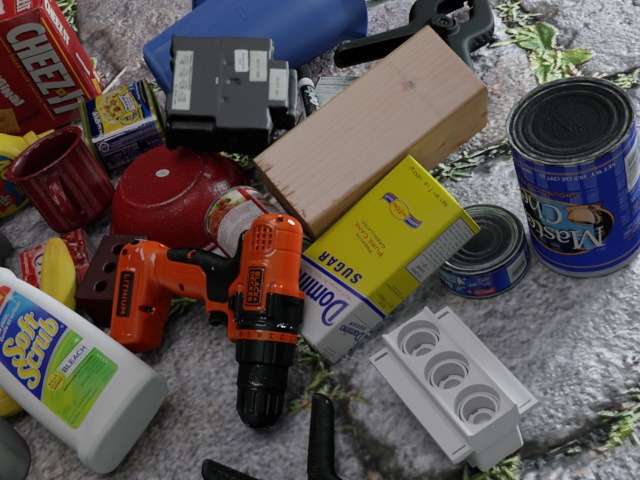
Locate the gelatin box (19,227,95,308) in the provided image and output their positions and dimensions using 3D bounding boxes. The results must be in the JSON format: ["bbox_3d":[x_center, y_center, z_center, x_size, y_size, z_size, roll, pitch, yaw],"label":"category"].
[{"bbox_3d":[-0.267,0.036,1.095,0.073,0.030,0.089,-24,45,1],"label":"gelatin box"}]

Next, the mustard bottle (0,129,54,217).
[{"bbox_3d":[-0.371,-0.063,1.182,0.191,0.096,0.058,-36,45,-12],"label":"mustard bottle"}]

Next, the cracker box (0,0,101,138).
[{"bbox_3d":[-0.388,-0.192,1.259,0.214,0.164,0.072,-19,47,5],"label":"cracker box"}]

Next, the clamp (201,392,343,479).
[{"bbox_3d":[-0.005,0.197,0.834,0.120,0.039,0.172,-41,53,-10],"label":"clamp"}]

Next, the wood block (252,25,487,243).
[{"bbox_3d":[0.050,-0.093,1.006,0.206,0.090,0.091,-38,72,-5],"label":"wood block"}]

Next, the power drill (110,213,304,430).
[{"bbox_3d":[-0.100,0.069,0.948,0.188,0.057,0.184,0,79,32],"label":"power drill"}]

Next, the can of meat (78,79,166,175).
[{"bbox_3d":[-0.222,-0.131,1.211,0.084,0.057,0.102,-21,45,0],"label":"can of meat"}]

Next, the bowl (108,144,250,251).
[{"bbox_3d":[-0.156,-0.050,1.111,0.162,0.055,0.162,-11,46,12],"label":"bowl"}]

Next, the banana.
[{"bbox_3d":[-0.273,0.094,1.016,0.037,0.069,0.197,-17,43,58],"label":"banana"}]

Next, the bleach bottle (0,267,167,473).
[{"bbox_3d":[-0.262,0.099,0.957,0.251,0.068,0.102,29,74,21],"label":"bleach bottle"}]

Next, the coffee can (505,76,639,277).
[{"bbox_3d":[0.217,-0.051,0.896,0.103,0.140,0.103,-12,46,12],"label":"coffee can"}]

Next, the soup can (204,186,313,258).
[{"bbox_3d":[-0.057,0.001,1.013,0.068,0.068,0.102,-36,46,-12],"label":"soup can"}]

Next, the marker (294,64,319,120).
[{"bbox_3d":[-0.012,-0.145,1.108,0.020,0.020,0.121,-18,43,6],"label":"marker"}]

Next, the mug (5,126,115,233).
[{"bbox_3d":[-0.270,-0.057,1.130,0.093,0.081,0.117,-31,30,-2],"label":"mug"}]

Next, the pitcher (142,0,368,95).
[{"bbox_3d":[-0.080,-0.243,1.202,0.242,0.145,0.149,-34,34,-5],"label":"pitcher"}]

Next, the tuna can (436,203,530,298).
[{"bbox_3d":[0.141,0.008,0.948,0.086,0.033,0.086,-12,46,12],"label":"tuna can"}]

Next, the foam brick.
[{"bbox_3d":[-0.195,0.041,1.043,0.053,0.051,0.078,2,54,24],"label":"foam brick"}]

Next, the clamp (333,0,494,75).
[{"bbox_3d":[0.118,-0.220,1.140,0.164,0.036,0.209,19,49,10],"label":"clamp"}]

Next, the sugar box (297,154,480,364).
[{"bbox_3d":[0.044,0.016,0.943,0.176,0.048,0.093,-42,46,3],"label":"sugar box"}]
